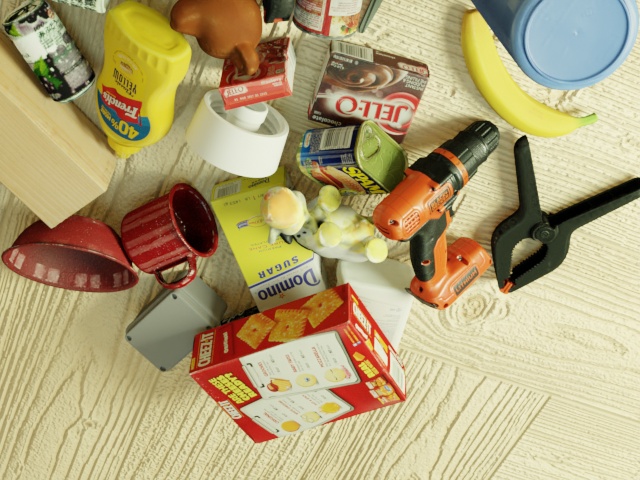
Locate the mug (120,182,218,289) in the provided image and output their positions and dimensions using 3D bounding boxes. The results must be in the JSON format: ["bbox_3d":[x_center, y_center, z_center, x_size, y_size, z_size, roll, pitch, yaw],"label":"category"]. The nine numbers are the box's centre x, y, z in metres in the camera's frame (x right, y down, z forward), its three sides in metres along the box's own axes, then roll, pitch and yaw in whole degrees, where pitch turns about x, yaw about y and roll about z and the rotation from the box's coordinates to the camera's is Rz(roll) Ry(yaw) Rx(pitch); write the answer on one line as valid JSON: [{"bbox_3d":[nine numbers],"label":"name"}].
[{"bbox_3d":[-0.176,0.001,1.248,0.082,0.117,0.093,-23,162,24],"label":"mug"}]

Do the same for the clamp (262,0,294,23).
[{"bbox_3d":[-0.041,-0.277,1.035,0.039,0.120,0.171,-6,132,-3],"label":"clamp"}]

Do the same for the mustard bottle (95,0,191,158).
[{"bbox_3d":[-0.198,-0.157,1.146,0.096,0.058,0.192,38,140,12],"label":"mustard bottle"}]

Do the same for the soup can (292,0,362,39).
[{"bbox_3d":[0.012,-0.262,1.070,0.068,0.068,0.102,9,126,-4],"label":"soup can"}]

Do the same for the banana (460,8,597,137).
[{"bbox_3d":[0.209,-0.167,1.152,0.197,0.037,0.070,35,103,-22],"label":"banana"}]

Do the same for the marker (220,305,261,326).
[{"bbox_3d":[-0.109,0.104,1.373,0.121,0.020,0.020,-23,122,18],"label":"marker"}]

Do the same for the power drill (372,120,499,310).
[{"bbox_3d":[0.145,-0.025,1.211,0.184,0.057,0.187,-40,137,-19],"label":"power drill"}]

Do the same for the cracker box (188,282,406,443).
[{"bbox_3d":[-0.025,0.152,1.291,0.214,0.072,0.164,-19,131,20],"label":"cracker box"}]

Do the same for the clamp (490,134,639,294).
[{"bbox_3d":[0.254,-0.025,1.250,0.164,0.036,0.210,25,124,-15],"label":"clamp"}]

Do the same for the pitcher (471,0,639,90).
[{"bbox_3d":[0.194,-0.236,0.971,0.149,0.243,0.145,-14,121,5],"label":"pitcher"}]

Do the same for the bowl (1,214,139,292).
[{"bbox_3d":[-0.292,0.011,1.268,0.162,0.055,0.162,5,159,2],"label":"bowl"}]

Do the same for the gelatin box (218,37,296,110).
[{"bbox_3d":[-0.066,-0.177,1.122,0.073,0.089,0.030,-10,125,10],"label":"gelatin box"}]

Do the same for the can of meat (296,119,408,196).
[{"bbox_3d":[0.035,-0.087,1.174,0.084,0.057,0.102,-1,158,35],"label":"can of meat"}]

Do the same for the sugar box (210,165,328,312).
[{"bbox_3d":[-0.058,0.002,1.279,0.093,0.048,0.176,-14,123,11],"label":"sugar box"}]

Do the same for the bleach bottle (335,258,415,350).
[{"bbox_3d":[0.045,0.133,1.361,0.102,0.068,0.251,11,128,-6],"label":"bleach bottle"}]

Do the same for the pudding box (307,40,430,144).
[{"bbox_3d":[0.052,-0.161,1.159,0.113,0.039,0.090,15,127,-7],"label":"pudding box"}]

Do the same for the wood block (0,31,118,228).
[{"bbox_3d":[-0.329,-0.126,1.174,0.091,0.090,0.206,-31,118,23],"label":"wood block"}]
